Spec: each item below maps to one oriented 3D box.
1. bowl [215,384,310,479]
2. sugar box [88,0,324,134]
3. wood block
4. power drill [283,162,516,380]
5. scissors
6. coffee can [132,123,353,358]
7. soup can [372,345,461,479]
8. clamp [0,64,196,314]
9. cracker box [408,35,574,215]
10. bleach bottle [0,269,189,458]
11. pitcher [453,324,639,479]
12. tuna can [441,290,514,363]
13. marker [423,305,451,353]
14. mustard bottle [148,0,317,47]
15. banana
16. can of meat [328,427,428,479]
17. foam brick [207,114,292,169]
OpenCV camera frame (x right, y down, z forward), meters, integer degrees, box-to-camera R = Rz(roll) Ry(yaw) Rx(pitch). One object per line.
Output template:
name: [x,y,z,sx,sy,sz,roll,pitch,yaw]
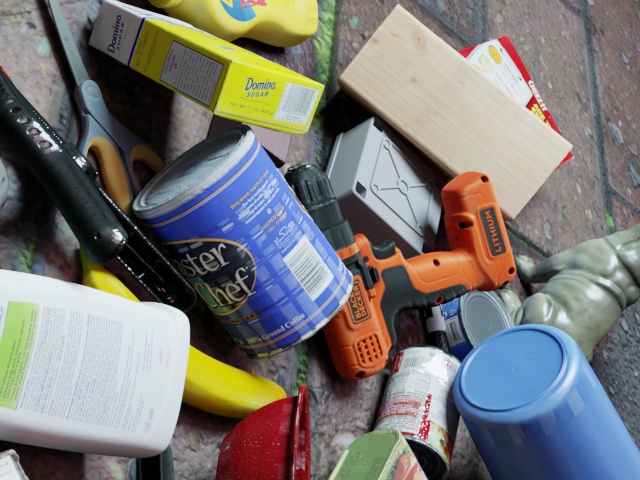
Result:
bowl: [-0.038,0.176,0.707,0.162,0.055,0.162,2,89,-88]
sugar box: [-0.089,-0.132,0.800,0.093,0.048,0.176,8,19,-46]
wood block: [0.124,-0.116,1.008,0.206,0.090,0.091,39,4,1]
power drill: [0.066,0.003,0.902,0.187,0.057,0.184,-21,100,-24]
scissors: [-0.159,-0.099,0.810,0.096,0.016,0.202,11,60,-47]
coffee can: [-0.055,0.001,0.781,0.140,0.103,0.102,55,38,-20]
soup can: [0.082,0.146,0.889,0.068,0.069,0.102,44,41,-21]
clamp: [-0.162,-0.036,0.705,0.210,0.036,0.164,47,-5,24]
cracker box: [0.174,-0.122,1.156,0.213,0.072,0.164,-28,90,-53]
bleach bottle: [-0.170,0.055,0.578,0.250,0.068,0.102,32,59,-56]
pitcher: [0.202,0.183,0.911,0.144,0.149,0.242,-56,128,-35]
tuna can: [0.151,0.087,1.030,0.086,0.034,0.086,27,49,-36]
marker: [0.104,0.057,1.008,0.020,0.020,0.121,15,57,-43]
mustard bottle: [-0.085,-0.220,0.933,0.191,0.058,0.096,-10,81,-50]
banana: [-0.098,0.078,0.752,0.197,0.037,0.069,43,42,-22]
can of meat: [0.046,0.206,0.808,0.084,0.058,0.102,60,37,-20]
foam brick: [-0.057,-0.093,0.891,0.051,0.053,0.078,37,44,-28]
